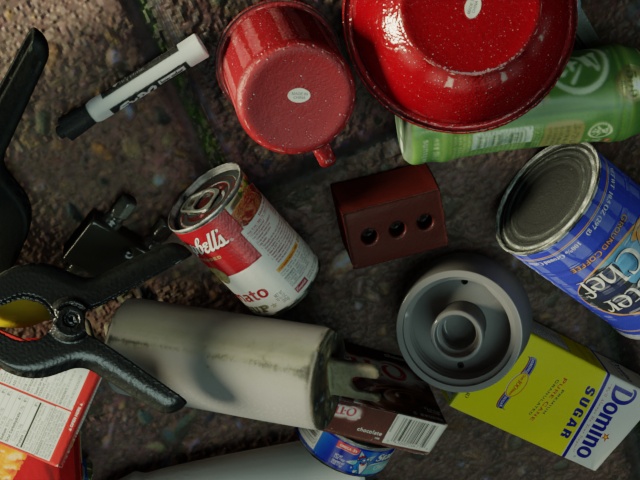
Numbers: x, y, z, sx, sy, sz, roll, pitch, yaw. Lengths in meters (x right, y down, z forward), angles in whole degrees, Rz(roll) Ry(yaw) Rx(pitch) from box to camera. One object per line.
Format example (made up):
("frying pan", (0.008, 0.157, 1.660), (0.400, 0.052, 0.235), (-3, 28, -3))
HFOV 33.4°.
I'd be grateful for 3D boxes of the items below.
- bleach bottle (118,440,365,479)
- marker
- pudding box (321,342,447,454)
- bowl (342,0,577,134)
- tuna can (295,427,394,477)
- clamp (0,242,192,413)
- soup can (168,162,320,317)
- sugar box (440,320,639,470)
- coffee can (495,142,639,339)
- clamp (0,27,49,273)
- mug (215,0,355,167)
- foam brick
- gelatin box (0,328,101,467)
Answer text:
("bleach bottle", (-0.087, 0.232, 0.919), (0.250, 0.068, 0.102), (-9, 124, -4))
("marker", (-0.134, -0.106, 0.750), (0.121, 0.020, 0.020), (-30, 120, 5))
("pudding box", (0.037, 0.124, 0.869), (0.113, 0.090, 0.039), (19, 114, -21))
("bowl", (0.095, -0.152, 0.706), (0.162, 0.055, 0.162), (0, 93, 0))
("tuna can", (0.023, 0.156, 0.885), (0.086, 0.086, 0.034), (18, 114, -20))
("clamp", (-0.167, 0.047, 0.740), (0.171, 0.120, 0.039), (14, 158, -17))
("soup can", (-0.055, 0.001, 0.796), (0.068, 0.068, 0.102), (-37, 119, 9))
("sugar box", (0.199, 0.130, 0.931), (0.176, 0.048, 0.093), (27, 109, -22))
("coffee can", (0.222, 0.001, 0.833), (0.140, 0.103, 0.103), (33, 107, -25))
("clamp", (-0.248, -0.048, 0.748), (0.164, 0.036, 0.210), (-15, 122, -5))
("mug", (-0.018, -0.101, 0.741), (0.093, 0.081, 0.117), (-24, 120, 1))
("foam brick", (0.053, -0.020, 0.817), (0.078, 0.051, 0.053), (-15, 120, -4))
("gelatin box", (-0.209, 0.110, 0.754), (0.089, 0.030, 0.073), (23, 76, -3))
